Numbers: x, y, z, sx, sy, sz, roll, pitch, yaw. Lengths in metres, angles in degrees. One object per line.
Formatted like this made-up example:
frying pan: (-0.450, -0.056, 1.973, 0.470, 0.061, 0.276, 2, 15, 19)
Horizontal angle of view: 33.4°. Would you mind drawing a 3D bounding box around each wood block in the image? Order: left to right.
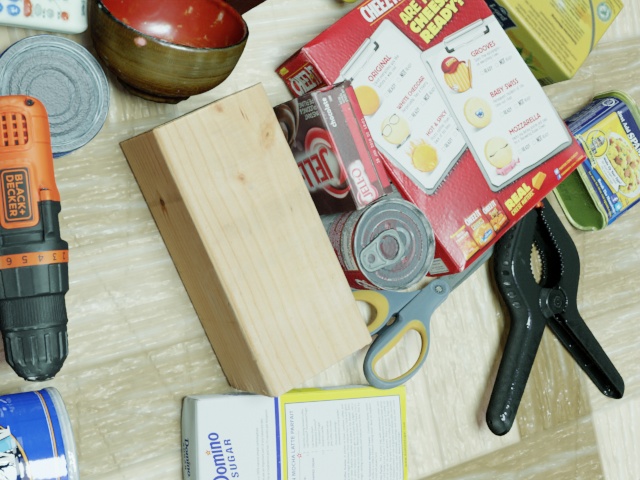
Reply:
wood block: (-0.056, 0.001, 0.786, 0.090, 0.091, 0.206, -28, 100, -24)

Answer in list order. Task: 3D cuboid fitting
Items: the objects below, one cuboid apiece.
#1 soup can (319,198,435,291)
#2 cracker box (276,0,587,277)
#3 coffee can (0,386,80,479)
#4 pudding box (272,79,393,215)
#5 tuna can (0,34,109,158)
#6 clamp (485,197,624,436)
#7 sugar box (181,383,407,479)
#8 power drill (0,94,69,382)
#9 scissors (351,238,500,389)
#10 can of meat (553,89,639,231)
soup can: (0.032, 0.005, 0.822, 0.068, 0.102, 0.068, 1, 88, -26)
cracker box: (0.092, -0.102, 0.864, 0.164, 0.072, 0.213, -40, 99, -23)
coffee can: (-0.236, 0.155, 0.686, 0.140, 0.103, 0.103, -5, 91, -26)
pudding box: (-0.001, -0.066, 0.802, 0.039, 0.114, 0.090, -24, 98, -24)
tuna can: (-0.193, -0.101, 0.754, 0.086, 0.034, 0.086, 1, 88, -26)
clamp: (0.203, 0.059, 0.939, 0.164, 0.036, 0.210, 0, 84, -36)
sugar box: (-0.018, 0.161, 0.824, 0.176, 0.048, 0.093, 0, 86, -23)
power drill: (-0.255, 0.006, 0.673, 0.187, 0.057, 0.184, -6, 87, -11)
scissors: (0.077, 0.038, 0.886, 0.096, 0.016, 0.201, 31, 53, 6)
can of meat: (0.251, -0.070, 0.957, 0.083, 0.058, 0.102, -34, 102, -21)
